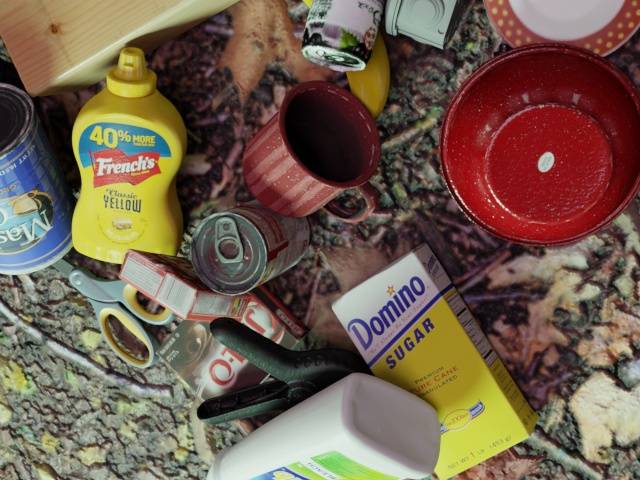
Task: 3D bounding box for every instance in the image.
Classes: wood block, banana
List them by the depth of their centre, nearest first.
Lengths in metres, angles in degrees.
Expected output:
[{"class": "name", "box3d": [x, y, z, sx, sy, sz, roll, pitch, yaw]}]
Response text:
[{"class": "banana", "box3d": [0.006, -0.178, 0.868, 0.070, 0.037, 0.198, -28, 90, 22]}, {"class": "wood block", "box3d": [-0.164, -0.208, 0.901, 0.206, 0.090, 0.091, -24, 93, 24]}]

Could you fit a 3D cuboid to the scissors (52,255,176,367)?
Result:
[{"class": "scissors", "box3d": [-0.210, 0.030, 1.008, 0.096, 0.016, 0.202, -41, 85, 22]}]

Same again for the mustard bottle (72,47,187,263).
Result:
[{"class": "mustard bottle", "box3d": [-0.164, -0.073, 0.918, 0.096, 0.058, 0.192, 8, 120, 1]}]

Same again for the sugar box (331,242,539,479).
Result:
[{"class": "sugar box", "box3d": [0.094, 0.101, 0.887, 0.093, 0.048, 0.176, -35, 89, 25]}]

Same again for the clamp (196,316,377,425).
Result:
[{"class": "clamp", "box3d": [-0.022, 0.113, 0.902, 0.171, 0.039, 0.120, 0, 135, -2]}]

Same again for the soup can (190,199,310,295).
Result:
[{"class": "soup can", "box3d": [-0.056, 0.001, 0.894, 0.069, 0.102, 0.068, 4, 103, 20]}]

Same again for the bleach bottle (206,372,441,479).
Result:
[{"class": "bleach bottle", "box3d": [-0.016, 0.192, 0.914, 0.102, 0.068, 0.251, 29, 140, -23]}]

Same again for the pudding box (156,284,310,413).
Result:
[{"class": "pudding box", "box3d": [-0.078, 0.091, 0.955, 0.090, 0.039, 0.114, 44, 112, 8]}]

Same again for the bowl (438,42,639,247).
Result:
[{"class": "bowl", "box3d": [0.168, -0.063, 0.798, 0.162, 0.055, 0.162, 3, 109, 7]}]

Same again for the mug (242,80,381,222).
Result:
[{"class": "mug", "box3d": [-0.003, -0.061, 0.862, 0.117, 0.093, 0.082, 44, 143, -8]}]

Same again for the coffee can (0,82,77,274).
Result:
[{"class": "coffee can", "box3d": [-0.278, -0.052, 0.935, 0.103, 0.102, 0.140, 13, 144, 18]}]

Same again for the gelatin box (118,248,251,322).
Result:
[{"class": "gelatin box", "box3d": [-0.115, 0.038, 0.902, 0.089, 0.073, 0.030, 28, 99, 34]}]
